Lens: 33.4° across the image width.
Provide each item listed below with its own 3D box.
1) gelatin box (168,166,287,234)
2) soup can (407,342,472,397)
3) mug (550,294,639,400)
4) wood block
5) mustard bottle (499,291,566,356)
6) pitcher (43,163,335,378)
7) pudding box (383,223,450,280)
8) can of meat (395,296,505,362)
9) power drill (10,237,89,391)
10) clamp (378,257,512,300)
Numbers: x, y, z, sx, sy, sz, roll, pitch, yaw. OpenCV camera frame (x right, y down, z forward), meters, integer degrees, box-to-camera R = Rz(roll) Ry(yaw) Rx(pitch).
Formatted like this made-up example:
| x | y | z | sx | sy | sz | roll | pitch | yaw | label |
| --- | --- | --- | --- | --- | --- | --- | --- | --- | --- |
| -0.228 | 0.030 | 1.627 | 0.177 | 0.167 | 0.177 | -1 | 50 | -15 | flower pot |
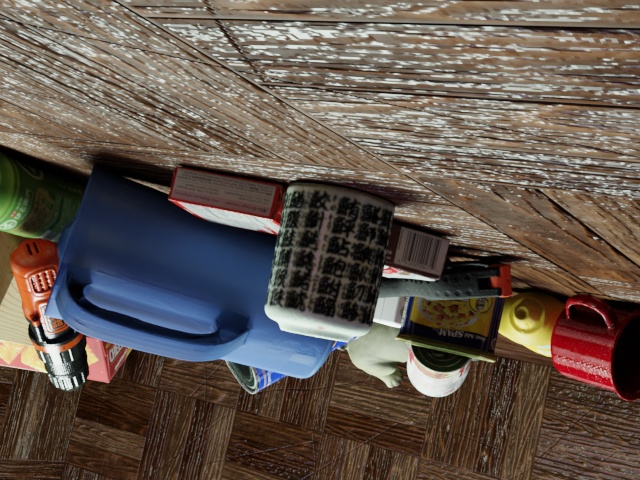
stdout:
| x | y | z | sx | sy | sz | roll | pitch | yaw | label |
| --- | --- | --- | --- | --- | --- | --- | --- | --- | --- |
| -0.061 | -0.029 | 0.819 | 0.089 | 0.030 | 0.073 | 10 | 172 | 17 | gelatin box |
| 0.128 | 0.124 | 1.147 | 0.068 | 0.068 | 0.102 | 12 | 158 | 7 | soup can |
| 0.281 | 0.098 | 1.070 | 0.082 | 0.093 | 0.117 | 13 | 145 | 50 | mug |
| -0.317 | 0.018 | 1.117 | 0.090 | 0.091 | 0.206 | 19 | -164 | -39 | wood block |
| 0.243 | 0.092 | 1.164 | 0.096 | 0.058 | 0.191 | 8 | 173 | 26 | mustard bottle |
| -0.105 | 0.041 | 0.905 | 0.242 | 0.149 | 0.145 | 19 | 163 | -12 | pitcher |
| 0.035 | 0.002 | 0.875 | 0.113 | 0.039 | 0.090 | 17 | 174 | -22 | pudding box |
| 0.133 | 0.070 | 1.071 | 0.102 | 0.084 | 0.057 | 12 | 174 | 7 | can of meat |
| -0.193 | 0.055 | 1.034 | 0.187 | 0.184 | 0.057 | -21 | -135 | -18 | power drill |
| 0.093 | 0.036 | 0.957 | 0.120 | 0.039 | 0.172 | -17 | -173 | -31 | clamp |
